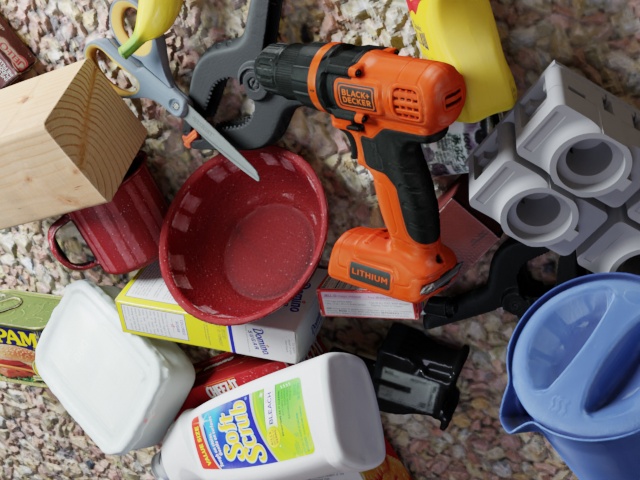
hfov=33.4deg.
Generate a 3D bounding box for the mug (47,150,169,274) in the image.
[{"bbox_3d":[-0.188,-0.017,0.959,0.093,0.117,0.081,23,144,58],"label":"mug"}]

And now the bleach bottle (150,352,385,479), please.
[{"bbox_3d":[-0.061,0.180,0.943,0.251,0.067,0.102,-27,64,37],"label":"bleach bottle"}]

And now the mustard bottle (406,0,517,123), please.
[{"bbox_3d":[0.083,-0.182,0.744,0.058,0.096,0.191,-20,112,0],"label":"mustard bottle"}]

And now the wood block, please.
[{"bbox_3d":[-0.268,-0.074,0.932,0.206,0.090,0.090,-11,131,32],"label":"wood block"}]

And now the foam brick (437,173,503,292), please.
[{"bbox_3d":[0.109,-0.007,0.866,0.053,0.051,0.078,40,127,-4],"label":"foam brick"}]

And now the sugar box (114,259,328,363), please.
[{"bbox_3d":[-0.085,0.056,0.965,0.176,0.093,0.048,11,129,19],"label":"sugar box"}]

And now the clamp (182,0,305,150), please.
[{"bbox_3d":[-0.036,-0.127,0.863,0.164,0.036,0.210,48,128,1],"label":"clamp"}]

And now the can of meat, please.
[{"bbox_3d":[-0.304,0.103,1.116,0.102,0.057,0.084,6,124,20],"label":"can of meat"}]

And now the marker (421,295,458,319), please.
[{"bbox_3d":[0.065,0.053,0.925,0.121,0.020,0.020,4,122,38],"label":"marker"}]

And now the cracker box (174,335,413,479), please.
[{"bbox_3d":[-0.027,0.200,1.042,0.164,0.072,0.213,-22,108,33],"label":"cracker box"}]

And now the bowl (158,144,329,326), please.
[{"bbox_3d":[-0.056,0.001,0.911,0.162,0.162,0.055,-3,160,26],"label":"bowl"}]

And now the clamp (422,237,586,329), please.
[{"bbox_3d":[0.157,0.046,0.887,0.120,0.039,0.172,25,123,10],"label":"clamp"}]

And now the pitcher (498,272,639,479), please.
[{"bbox_3d":[0.249,0.136,0.808,0.149,0.145,0.242,4,148,34],"label":"pitcher"}]

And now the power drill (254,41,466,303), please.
[{"bbox_3d":[0.031,-0.055,0.793,0.185,0.057,0.187,18,130,42],"label":"power drill"}]

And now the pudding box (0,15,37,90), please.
[{"bbox_3d":[-0.324,-0.178,0.962,0.090,0.039,0.113,-29,105,35],"label":"pudding box"}]

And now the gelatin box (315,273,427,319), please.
[{"bbox_3d":[0.050,0.036,0.905,0.089,0.073,0.030,-1,119,24],"label":"gelatin box"}]

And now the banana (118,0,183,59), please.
[{"bbox_3d":[-0.145,-0.243,0.832,0.069,0.037,0.198,-15,110,-11],"label":"banana"}]

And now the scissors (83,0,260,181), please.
[{"bbox_3d":[-0.118,-0.133,0.884,0.202,0.016,0.096,29,120,23],"label":"scissors"}]
